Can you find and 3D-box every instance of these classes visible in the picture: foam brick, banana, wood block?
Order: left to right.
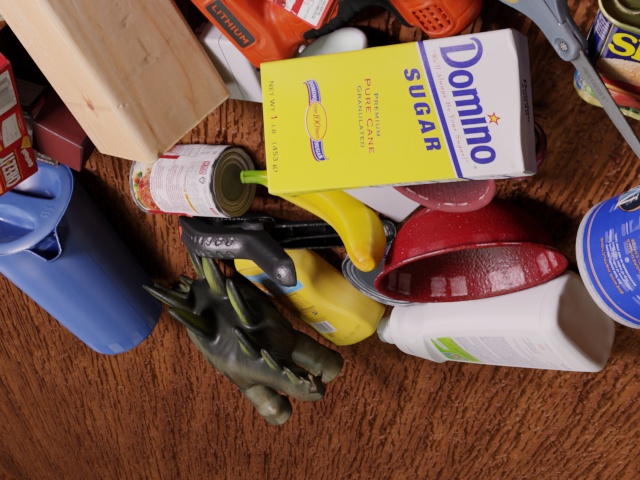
[{"bbox_3d":[-0.226,-0.114,0.988,0.051,0.078,0.053,26,152,-4],"label":"foam brick"},{"bbox_3d":[-0.169,-0.167,0.785,0.091,0.090,0.206,15,144,51],"label":"wood block"},{"bbox_3d":[0.008,-0.024,0.929,0.198,0.069,0.037,34,140,47],"label":"banana"}]

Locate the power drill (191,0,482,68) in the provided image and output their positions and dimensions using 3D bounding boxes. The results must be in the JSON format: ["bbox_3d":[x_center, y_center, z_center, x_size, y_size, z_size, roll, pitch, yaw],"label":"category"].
[{"bbox_3d":[-0.010,-0.190,0.706,0.188,0.057,0.184,-7,137,46],"label":"power drill"}]

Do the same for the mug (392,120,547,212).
[{"bbox_3d":[0.107,-0.077,0.775,0.117,0.081,0.093,15,150,20],"label":"mug"}]

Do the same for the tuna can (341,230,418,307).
[{"bbox_3d":[0.066,0.027,1.033,0.086,0.033,0.086,20,151,11],"label":"tuna can"}]

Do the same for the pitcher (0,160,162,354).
[{"bbox_3d":[-0.285,0.021,1.222,0.145,0.149,0.242,-5,143,22],"label":"pitcher"}]

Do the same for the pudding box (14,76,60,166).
[{"bbox_3d":[-0.315,-0.127,1.076,0.114,0.039,0.090,15,150,19],"label":"pudding box"}]

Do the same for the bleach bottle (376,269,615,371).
[{"bbox_3d":[0.149,0.081,1.028,0.251,0.068,0.102,-5,142,47],"label":"bleach bottle"}]

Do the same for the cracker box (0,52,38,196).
[{"bbox_3d":[-0.352,-0.155,0.952,0.214,0.072,0.164,43,156,18],"label":"cracker box"}]

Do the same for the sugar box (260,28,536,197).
[{"bbox_3d":[0.050,-0.082,0.707,0.176,0.093,0.048,-5,180,24],"label":"sugar box"}]

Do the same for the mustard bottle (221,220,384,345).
[{"bbox_3d":[-0.030,0.035,1.098,0.191,0.058,0.096,38,156,-22],"label":"mustard bottle"}]

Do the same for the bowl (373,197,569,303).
[{"bbox_3d":[0.122,0.005,0.890,0.162,0.055,0.162,-5,162,-2],"label":"bowl"}]

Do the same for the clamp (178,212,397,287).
[{"bbox_3d":[-0.056,0.001,0.976,0.210,0.164,0.036,6,107,30],"label":"clamp"}]

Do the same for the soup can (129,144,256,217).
[{"bbox_3d":[-0.120,-0.057,1.008,0.102,0.068,0.068,4,145,34],"label":"soup can"}]
